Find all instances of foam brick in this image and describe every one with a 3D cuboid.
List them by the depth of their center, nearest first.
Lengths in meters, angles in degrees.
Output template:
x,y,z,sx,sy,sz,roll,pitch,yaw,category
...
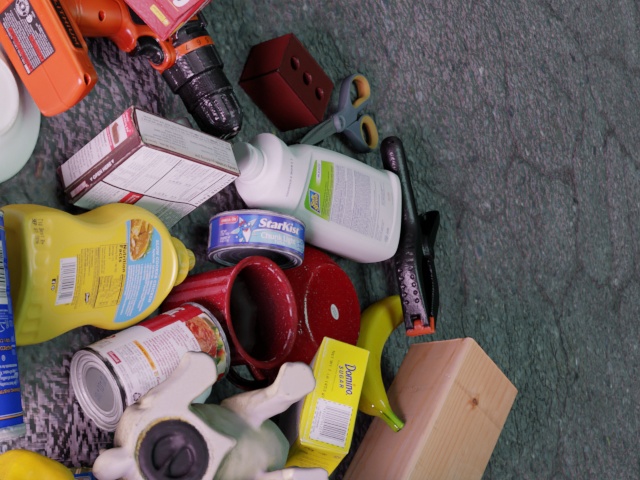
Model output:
x,y,z,sx,sy,sz,roll,pitch,yaw,category
-0.032,-0.152,1.039,0.078,0.051,0.053,46,47,-38,foam brick

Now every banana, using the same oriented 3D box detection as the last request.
x,y,z,sx,sy,sz,roll,pitch,yaw,category
0.058,0.113,1.090,0.069,0.037,0.197,34,36,-15,banana

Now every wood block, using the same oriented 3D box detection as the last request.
x,y,z,sx,sy,sz,roll,pitch,yaw,category
0.104,0.206,1.053,0.090,0.090,0.205,48,54,-23,wood block

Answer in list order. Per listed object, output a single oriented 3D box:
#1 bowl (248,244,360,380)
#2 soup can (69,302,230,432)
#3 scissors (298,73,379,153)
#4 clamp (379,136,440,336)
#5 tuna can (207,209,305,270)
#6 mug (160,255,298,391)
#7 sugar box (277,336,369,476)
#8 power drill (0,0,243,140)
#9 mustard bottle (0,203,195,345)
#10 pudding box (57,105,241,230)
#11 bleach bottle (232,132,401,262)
x,y,z,sx,sy,sz,roll,pitch,yaw,category
-0.009,0.071,1.010,0.161,0.055,0.162,19,66,-52,bowl
-0.129,0.095,0.809,0.102,0.069,0.068,-23,100,-41,soup can
0.025,-0.109,1.117,0.096,0.016,0.201,67,28,-26,scissors
0.098,0.002,1.145,0.164,0.036,0.210,57,27,-45,clamp
-0.056,0.001,0.936,0.086,0.086,0.034,22,65,-50,tuna can
-0.074,0.075,0.894,0.093,0.082,0.117,-45,117,-50,mug
-0.008,0.161,0.899,0.048,0.176,0.093,17,58,-3,sugar box
-0.153,-0.148,0.833,0.184,0.057,0.187,59,32,3,power drill
-0.162,0.020,0.801,0.191,0.058,0.096,-4,105,-55,mustard bottle
-0.132,-0.054,0.835,0.113,0.090,0.039,14,47,-52,pudding box
-0.007,-0.050,1.014,0.250,0.068,0.102,24,63,-56,bleach bottle
